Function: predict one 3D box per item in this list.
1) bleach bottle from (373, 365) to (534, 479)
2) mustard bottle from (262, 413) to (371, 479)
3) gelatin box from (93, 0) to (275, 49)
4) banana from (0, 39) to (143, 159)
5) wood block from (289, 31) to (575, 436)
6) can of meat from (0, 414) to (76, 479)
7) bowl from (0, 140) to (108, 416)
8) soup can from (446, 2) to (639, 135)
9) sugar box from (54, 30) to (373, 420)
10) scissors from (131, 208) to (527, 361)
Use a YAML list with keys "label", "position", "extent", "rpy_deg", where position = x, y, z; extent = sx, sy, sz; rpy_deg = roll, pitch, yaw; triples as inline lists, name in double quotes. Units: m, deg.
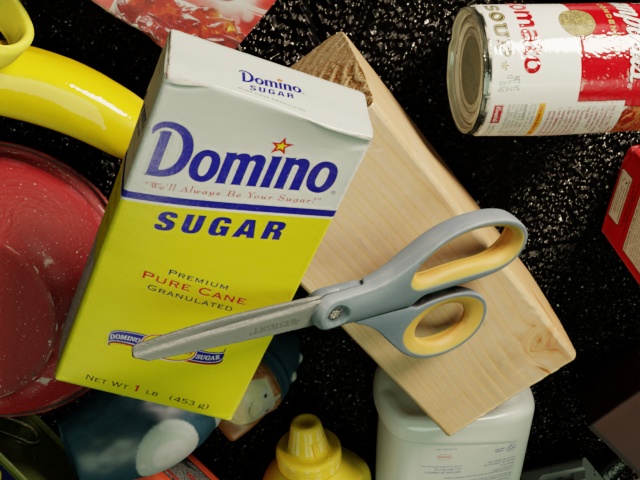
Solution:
- label: "bleach bottle"
  position: [0.078, 0.192, 0.733]
  extent: [0.102, 0.068, 0.251]
  rpy_deg: [-3, 125, -9]
- label: "mustard bottle"
  position: [-0.003, 0.191, 0.704]
  extent: [0.096, 0.058, 0.192]
  rpy_deg: [-36, 134, -39]
- label: "gelatin box"
  position: [-0.067, -0.132, 0.515]
  extent: [0.089, 0.030, 0.073]
  rpy_deg: [33, 111, -27]
- label: "banana"
  position: [-0.168, -0.067, 0.531]
  extent: [0.197, 0.037, 0.070]
  rpy_deg: [-2, 112, -12]
- label: "wood block"
  position: [0.042, 0.001, 0.586]
  extent: [0.091, 0.090, 0.206]
  rpy_deg: [-35, 122, 13]
- label: "can of meat"
  position: [-0.187, 0.154, 0.626]
  extent: [0.084, 0.102, 0.057]
  rpy_deg: [-58, 157, 11]
- label: "bowl"
  position: [-0.178, 0.031, 0.559]
  extent: [0.162, 0.055, 0.162]
  rpy_deg: [0, 108, -1]
- label: "soup can"
  position: [0.123, -0.089, 0.555]
  extent: [0.102, 0.068, 0.068]
  rpy_deg: [-3, 123, -9]
- label: "sugar box"
  position: [-0.053, 0.001, 0.488]
  extent: [0.093, 0.048, 0.176]
  rpy_deg: [15, 126, -16]
- label: "scissors"
  position: [0.012, 0.042, 0.507]
  extent: [0.201, 0.016, 0.096]
  rpy_deg: [-23, 137, -18]
